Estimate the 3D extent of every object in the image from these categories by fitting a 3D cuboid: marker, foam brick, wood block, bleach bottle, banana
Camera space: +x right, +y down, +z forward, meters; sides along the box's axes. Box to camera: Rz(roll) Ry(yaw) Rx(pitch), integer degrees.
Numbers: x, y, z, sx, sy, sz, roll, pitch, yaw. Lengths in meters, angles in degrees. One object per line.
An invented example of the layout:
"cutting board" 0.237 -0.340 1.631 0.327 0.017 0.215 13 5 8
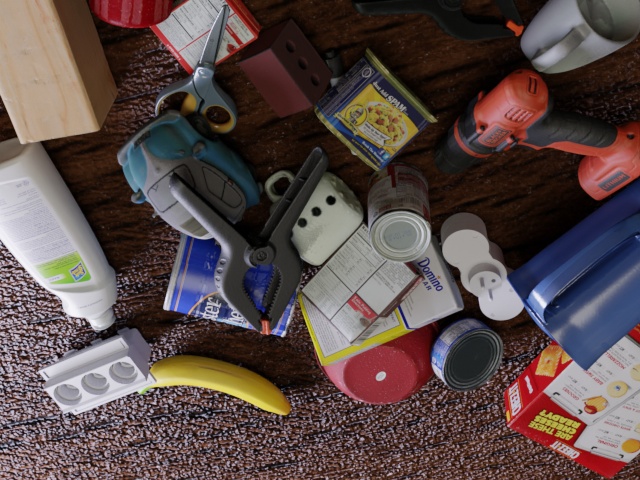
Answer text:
"marker" 0.026 -0.146 1.130 0.020 0.020 0.121 -13 121 11
"foam brick" -0.035 -0.174 1.086 0.051 0.053 0.078 -14 126 42
"wood block" -0.283 -0.213 1.059 0.090 0.090 0.206 -9 123 9
"bleach bottle" -0.310 0.004 1.220 0.103 0.068 0.251 -15 123 13
"banana" -0.130 0.178 1.342 0.197 0.037 0.070 11 141 -3

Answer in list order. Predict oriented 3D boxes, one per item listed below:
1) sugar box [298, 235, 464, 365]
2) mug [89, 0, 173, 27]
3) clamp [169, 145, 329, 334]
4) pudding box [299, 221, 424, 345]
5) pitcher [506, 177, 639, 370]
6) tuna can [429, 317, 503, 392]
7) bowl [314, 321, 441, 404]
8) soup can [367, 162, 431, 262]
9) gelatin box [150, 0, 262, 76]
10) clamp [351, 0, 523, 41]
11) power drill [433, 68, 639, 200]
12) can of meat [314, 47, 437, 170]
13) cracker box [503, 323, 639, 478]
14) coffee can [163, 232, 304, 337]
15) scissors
"sugar box" 0.068 0.070 1.229 0.176 0.048 0.093 -24 77 16
"mug" -0.192 -0.261 1.027 0.117 0.093 0.081 15 128 5
"clamp" -0.057 0.001 1.110 0.164 0.036 0.210 -17 122 -11
"pudding box" 0.046 0.048 1.193 0.113 0.039 0.090 -47 73 9
"pitcher" 0.326 0.014 1.131 0.243 0.149 0.145 -42 108 11
"tuna can" 0.174 0.136 1.278 0.086 0.034 0.086 -13 120 -24
"bowl" 0.072 0.146 1.298 0.162 0.055 0.162 1 124 2
"soup can" 0.085 -0.031 1.153 0.068 0.102 0.068 1 123 1
"gelatin box" -0.116 -0.217 1.083 0.089 0.030 0.073 -29 118 23
"clamp" 0.128 -0.255 1.043 0.171 0.039 0.120 14 127 -14
"power drill" 0.229 -0.097 1.105 0.187 0.057 0.185 14 157 -17
"can of meat" 0.055 -0.132 1.100 0.084 0.057 0.102 -44 119 12
"cracker box" 0.351 0.171 1.291 0.164 0.072 0.214 29 121 -14
"coffee can" -0.098 0.044 1.210 0.140 0.102 0.103 14 123 -7
"scissors" -0.103 -0.164 1.085 0.096 0.016 0.202 21 146 -25
